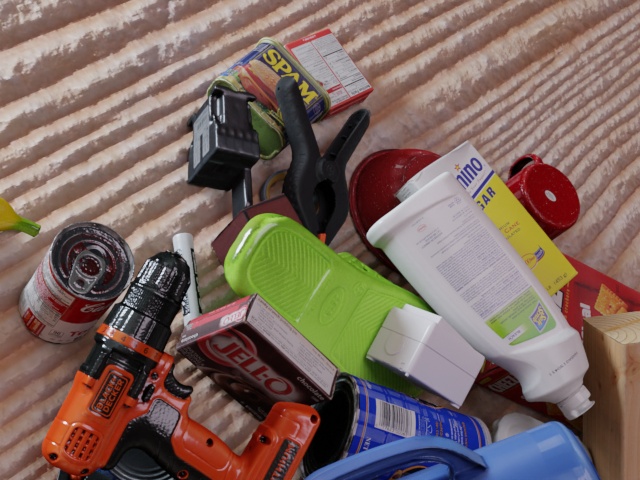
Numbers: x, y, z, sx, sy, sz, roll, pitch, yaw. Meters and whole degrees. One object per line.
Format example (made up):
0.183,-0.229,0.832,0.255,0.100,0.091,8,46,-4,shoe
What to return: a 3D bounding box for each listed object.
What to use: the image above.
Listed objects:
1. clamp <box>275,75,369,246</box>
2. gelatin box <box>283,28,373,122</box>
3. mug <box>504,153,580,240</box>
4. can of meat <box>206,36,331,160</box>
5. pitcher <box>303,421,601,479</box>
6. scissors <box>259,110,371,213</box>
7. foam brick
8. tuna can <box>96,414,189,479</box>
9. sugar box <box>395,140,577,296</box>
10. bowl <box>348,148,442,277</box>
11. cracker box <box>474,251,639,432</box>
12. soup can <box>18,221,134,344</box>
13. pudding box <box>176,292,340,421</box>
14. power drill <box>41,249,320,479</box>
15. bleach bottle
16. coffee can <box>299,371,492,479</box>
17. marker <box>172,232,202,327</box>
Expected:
0.005,-0.071,1.054,0.120,0.039,0.171,4,83,-37,clamp
0.004,-0.179,1.154,0.073,0.030,0.089,-31,83,-40,gelatin box
0.232,-0.043,1.185,0.093,0.082,0.117,18,57,-22,mug
-0.054,-0.143,1.083,0.102,0.058,0.083,46,53,-2,can of meat
0.102,0.230,0.847,0.243,0.149,0.145,-24,66,0,pitcher
-0.005,-0.080,1.104,0.096,0.016,0.201,26,54,-17,scissors
-0.056,0.001,0.990,0.052,0.078,0.051,-24,79,-36,foam brick
-0.149,0.163,0.874,0.086,0.034,0.086,14,59,-24,tuna can
0.166,-0.007,1.069,0.093,0.048,0.176,-34,84,-32,sugar box
0.112,-0.038,1.128,0.161,0.055,0.162,14,59,-24,bowl
0.279,0.112,1.136,0.213,0.072,0.164,26,54,-16,cracker box
-0.200,0.037,0.867,0.068,0.102,0.068,14,58,-25,soup can
-0.053,0.102,0.914,0.113,0.090,0.039,43,45,-25,pudding box
-0.097,0.124,0.833,0.187,0.057,0.184,31,80,-15,power drill
0.157,0.062,0.989,0.102,0.068,0.251,-36,84,-9,bleach bottle
0.066,0.186,0.947,0.140,0.103,0.102,21,56,-20,coffee can
-0.117,0.051,0.963,0.020,0.020,0.121,4,63,-30,marker
